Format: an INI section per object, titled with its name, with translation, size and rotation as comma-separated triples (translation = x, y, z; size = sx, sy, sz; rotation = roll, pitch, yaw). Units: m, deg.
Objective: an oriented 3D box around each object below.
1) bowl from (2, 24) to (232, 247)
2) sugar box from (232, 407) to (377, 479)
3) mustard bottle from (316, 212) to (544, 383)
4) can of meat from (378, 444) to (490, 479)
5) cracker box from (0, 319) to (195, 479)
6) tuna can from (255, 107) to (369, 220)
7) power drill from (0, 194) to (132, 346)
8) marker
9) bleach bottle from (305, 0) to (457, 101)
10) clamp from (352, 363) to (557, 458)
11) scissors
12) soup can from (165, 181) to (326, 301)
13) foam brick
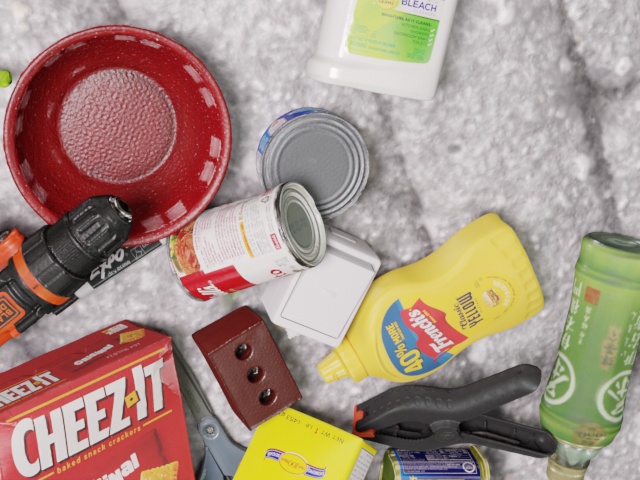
[bowl]
translation = -0.148, -0.079, 0.784
size = 0.162, 0.055, 0.162
rotation = -3, 107, -11
[sugar box]
translation = -0.034, 0.227, 0.853
size = 0.176, 0.093, 0.048
rotation = -64, 151, -15
[mustard bottle]
translation = 0.083, 0.062, 0.876
size = 0.191, 0.058, 0.096
rotation = -30, 121, -2
[can of meat]
translation = 0.095, 0.231, 0.933
size = 0.084, 0.057, 0.102
rotation = 2, 106, -11
[cracker box]
translation = -0.176, 0.191, 0.813
size = 0.163, 0.072, 0.214
rotation = -24, 116, -42
[tuna can]
translation = -0.007, -0.060, 0.832
size = 0.086, 0.034, 0.086
rotation = -3, 107, -11
[power drill]
translation = -0.247, -0.018, 0.732
size = 0.184, 0.057, 0.187
rotation = -38, 107, 14
[marker]
translation = -0.165, 0.021, 0.831
size = 0.121, 0.020, 0.020
rotation = -33, 111, 0
[bleach bottle]
translation = 0.061, -0.234, 0.780
size = 0.102, 0.068, 0.251
rotation = 8, 102, -13
[clamp]
translation = 0.115, 0.153, 0.895
size = 0.172, 0.039, 0.120
rotation = -10, 130, 24
[scissors]
translation = -0.103, 0.174, 0.892
size = 0.096, 0.016, 0.201
rotation = -40, 111, -1
[soup can]
translation = -0.055, 0.001, 0.800
size = 0.102, 0.068, 0.068
rotation = -18, 113, 26
[foam brick]
translation = -0.059, 0.101, 0.856
size = 0.053, 0.051, 0.078
rotation = -31, 109, -12
